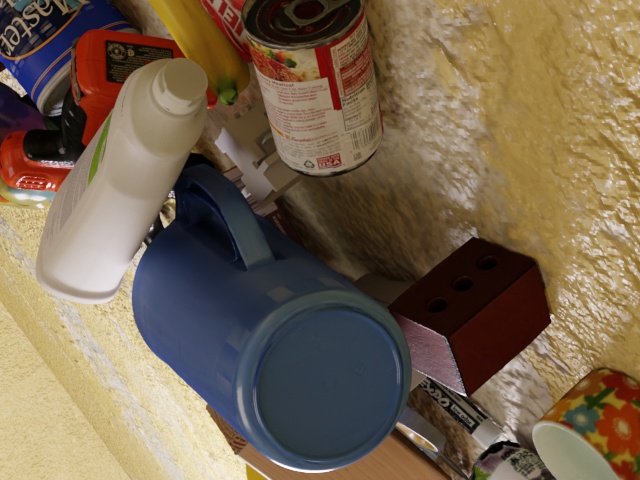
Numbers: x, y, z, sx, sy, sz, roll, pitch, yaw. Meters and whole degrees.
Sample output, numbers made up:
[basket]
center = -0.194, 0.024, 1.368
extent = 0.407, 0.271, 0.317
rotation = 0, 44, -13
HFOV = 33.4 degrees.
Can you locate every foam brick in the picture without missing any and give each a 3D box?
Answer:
[foam brick]
center = 0.090, 0.044, 0.636
extent = 0.053, 0.078, 0.051
rotation = 24, 144, 48

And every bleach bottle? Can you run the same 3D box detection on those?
[bleach bottle]
center = -0.133, -0.043, 0.730
extent = 0.068, 0.102, 0.251
rotation = 16, 153, -20

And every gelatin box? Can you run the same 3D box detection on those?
[gelatin box]
center = -0.053, -0.160, 0.657
extent = 0.089, 0.030, 0.073
rotation = 53, 159, -5

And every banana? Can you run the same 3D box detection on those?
[banana]
center = -0.097, -0.167, 0.709
extent = 0.198, 0.037, 0.069
rotation = 56, 176, 10

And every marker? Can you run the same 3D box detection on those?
[marker]
center = 0.090, 0.113, 0.826
extent = 0.121, 0.020, 0.020
rotation = 42, 157, 21

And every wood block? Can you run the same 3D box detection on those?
[wood block]
center = 0.016, 0.177, 0.887
extent = 0.206, 0.091, 0.090
rotation = 42, 178, -28

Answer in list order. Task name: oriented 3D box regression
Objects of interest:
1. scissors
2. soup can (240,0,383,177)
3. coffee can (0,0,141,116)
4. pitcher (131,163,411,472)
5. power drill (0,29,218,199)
[scissors]
center = 0.071, 0.151, 0.849
extent = 0.096, 0.016, 0.201
rotation = 32, 169, 21
[soup can]
center = -0.002, -0.094, 0.612
extent = 0.069, 0.068, 0.102
rotation = 36, 155, 34
[coffee can]
center = -0.227, -0.186, 0.864
extent = 0.140, 0.102, 0.103
rotation = 51, 159, 1
[pitcher]
center = -0.040, 0.050, 0.697
extent = 0.149, 0.145, 0.243
rotation = 29, 179, -23
[power drill]
center = -0.145, -0.085, 0.837
extent = 0.188, 0.184, 0.057
rotation = -44, 50, 54
